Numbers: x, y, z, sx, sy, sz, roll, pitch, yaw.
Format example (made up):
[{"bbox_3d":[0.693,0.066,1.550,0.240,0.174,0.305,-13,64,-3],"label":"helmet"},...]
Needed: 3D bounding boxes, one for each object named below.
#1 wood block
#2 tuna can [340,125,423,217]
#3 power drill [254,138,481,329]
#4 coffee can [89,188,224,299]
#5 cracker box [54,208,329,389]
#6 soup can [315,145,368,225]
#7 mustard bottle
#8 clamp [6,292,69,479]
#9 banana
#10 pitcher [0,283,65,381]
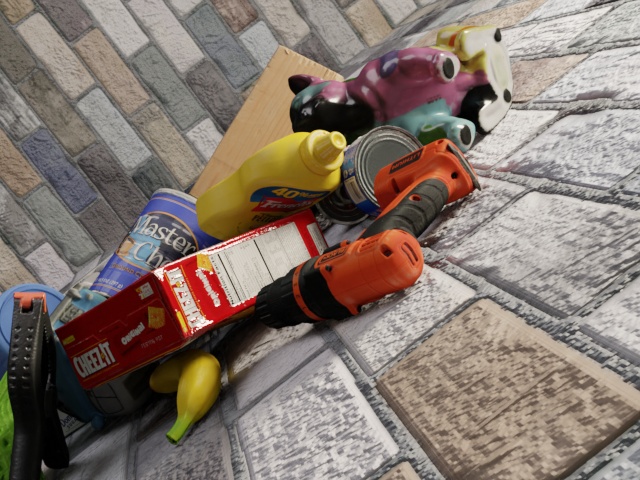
[{"bbox_3d":[-0.057,-0.112,1.263,0.206,0.091,0.090,-59,-15,-6],"label":"wood block"},{"bbox_3d":[0.063,-0.065,1.031,0.086,0.086,0.034,-43,10,-27],"label":"tuna can"},{"bbox_3d":[0.043,-0.001,0.909,0.185,0.057,0.187,-21,22,45],"label":"power drill"},{"bbox_3d":[-0.171,0.030,1.140,0.103,0.102,0.140,-19,36,60],"label":"coffee can"},{"bbox_3d":[-0.112,0.054,0.994,0.164,0.072,0.213,-29,-3,42],"label":"cracker box"},{"bbox_3d":[0.036,-0.065,1.173,0.069,0.068,0.102,-33,10,22],"label":"soup can"},{"bbox_3d":[-0.036,-0.056,1.025,0.096,0.058,0.192,5,-24,-34],"label":"mustard bottle"},{"bbox_3d":[-0.256,0.152,0.950,0.036,0.210,0.164,0,19,-2],"label":"clamp"},{"bbox_3d":[-0.121,0.125,0.951,0.069,0.037,0.198,-37,10,-7],"label":"banana"},{"bbox_3d":[-0.385,0.159,1.332,0.144,0.149,0.243,-37,-5,-40],"label":"pitcher"}]
